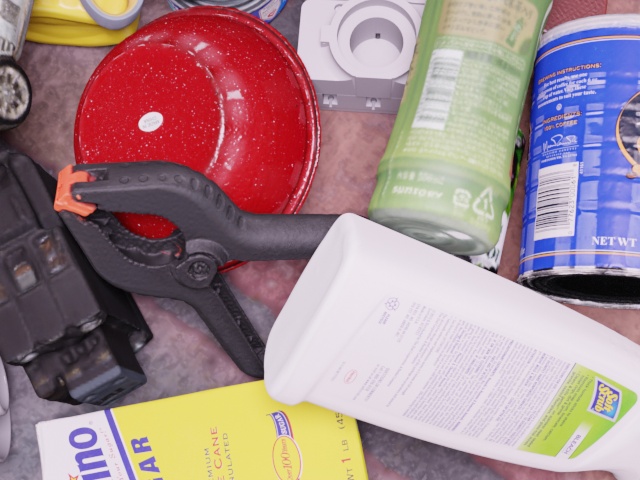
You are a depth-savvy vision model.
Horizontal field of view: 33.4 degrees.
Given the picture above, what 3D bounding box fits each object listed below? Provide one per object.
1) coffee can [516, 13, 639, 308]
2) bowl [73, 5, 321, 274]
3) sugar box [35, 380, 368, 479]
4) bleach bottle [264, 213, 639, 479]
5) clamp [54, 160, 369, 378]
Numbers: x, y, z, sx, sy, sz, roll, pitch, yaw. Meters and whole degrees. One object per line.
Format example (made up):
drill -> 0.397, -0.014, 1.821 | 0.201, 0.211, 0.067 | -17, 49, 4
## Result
coffee can -> 0.165, -0.040, 0.590 | 0.103, 0.103, 0.140 | 6, 78, 4
bowl -> -0.083, -0.060, 0.605 | 0.162, 0.055, 0.162 | -2, 85, 22
sugar box -> -0.064, 0.131, 0.594 | 0.176, 0.048, 0.093 | -11, 77, -1
bleach bottle -> 0.103, 0.078, 0.563 | 0.250, 0.068, 0.103 | 24, 114, -15
clamp -> -0.054, 0.001, 0.564 | 0.171, 0.039, 0.120 | 34, 109, -32
